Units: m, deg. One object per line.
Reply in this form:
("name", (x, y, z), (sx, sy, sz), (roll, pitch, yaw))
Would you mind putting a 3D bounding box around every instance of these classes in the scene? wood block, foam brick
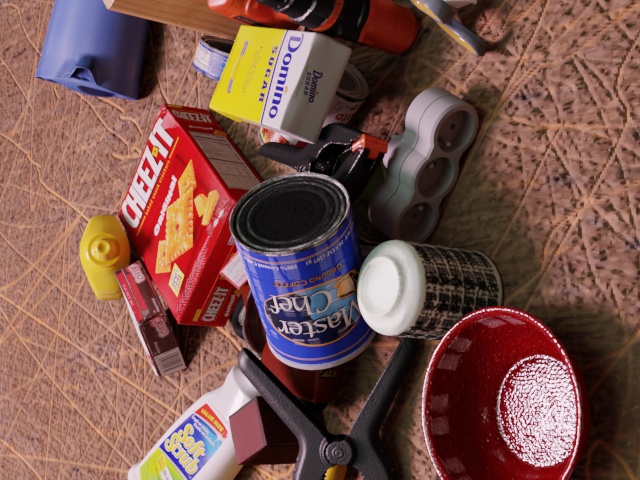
("wood block", (-0.124, -0.276, 1.108), (0.090, 0.205, 0.091), (-56, 47, 31))
("foam brick", (-0.041, 0.186, 1.044), (0.051, 0.078, 0.053), (-42, 52, 41))

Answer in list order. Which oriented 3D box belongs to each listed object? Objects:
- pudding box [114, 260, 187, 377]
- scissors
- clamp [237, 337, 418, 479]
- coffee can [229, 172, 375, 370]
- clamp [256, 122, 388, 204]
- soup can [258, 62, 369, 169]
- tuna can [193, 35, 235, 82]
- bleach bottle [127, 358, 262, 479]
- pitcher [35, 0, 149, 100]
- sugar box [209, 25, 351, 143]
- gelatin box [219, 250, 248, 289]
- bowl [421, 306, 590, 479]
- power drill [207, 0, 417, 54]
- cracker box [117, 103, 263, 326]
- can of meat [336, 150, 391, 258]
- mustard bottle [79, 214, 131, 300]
("pudding box", (-0.197, 0.092, 1.238), (0.113, 0.039, 0.090), (82, 161, -49))
("scissors", (0.097, -0.209, 0.960), (0.016, 0.096, 0.202), (-48, 16, 10))
("clamp", (0.007, 0.183, 0.964), (0.164, 0.036, 0.210), (-1, 92, 10))
("coffee can", (-0.012, 0.027, 0.918), (0.103, 0.102, 0.140), (43, 156, 45))
("clamp", (-0.005, -0.047, 0.967), (0.172, 0.039, 0.120), (-15, 76, 53))
("soup can", (-0.007, -0.128, 1.052), (0.102, 0.068, 0.068), (-49, 50, 35))
("tuna can", (-0.094, -0.191, 1.155), (0.086, 0.085, 0.034), (41, 118, 46))
("bleach bottle", (-0.118, 0.211, 1.151), (0.251, 0.067, 0.103), (-54, 47, 29))
("pitcher", (-0.279, -0.308, 1.384), (0.149, 0.144, 0.243), (14, 93, 39))
("sugar box", (-0.042, -0.151, 1.005), (0.176, 0.048, 0.093), (25, 94, 63))
("gelatin box", (-0.057, 0.001, 1.078), (0.030, 0.073, 0.089), (42, 106, -3))
("bowl", (0.153, 0.132, 0.825), (0.162, 0.055, 0.162), (-10, 77, 51))
("power drill", (-0.028, -0.224, 0.997), (0.188, 0.184, 0.057), (26, 100, 50))
("cracker box", (-0.145, -0.032, 1.208), (0.214, 0.071, 0.164), (52, 124, 43))
("can of meat", (0.021, -0.027, 1.012), (0.084, 0.057, 0.102), (-35, 59, 45))
("mustard bottle", (-0.258, 0.019, 1.289), (0.192, 0.058, 0.096), (146, 122, -78))
